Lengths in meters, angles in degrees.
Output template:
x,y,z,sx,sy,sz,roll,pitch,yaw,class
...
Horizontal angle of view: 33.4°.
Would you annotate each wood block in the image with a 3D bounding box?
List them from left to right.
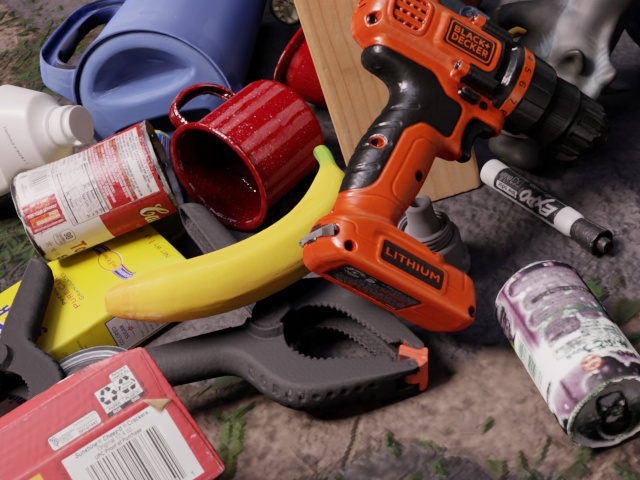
x,y,z,sx,sy,sz,roll,pitch,yaw,class
0.042,-0.128,0.738,0.090,0.206,0.091,-16,39,5,wood block

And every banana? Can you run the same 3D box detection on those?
x,y,z,sx,sy,sz,roll,pitch,yaw,class
-0.038,0.005,0.657,0.070,0.037,0.197,24,45,36,banana

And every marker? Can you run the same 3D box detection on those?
x,y,z,sx,sy,sz,roll,pitch,yaw,class
0.151,-0.022,0.714,0.020,0.020,0.121,-31,40,-14,marker

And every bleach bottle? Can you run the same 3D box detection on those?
x,y,z,sx,sy,sz,roll,pitch,yaw,class
-0.283,-0.068,0.863,0.251,0.102,0.068,-6,42,30,bleach bottle

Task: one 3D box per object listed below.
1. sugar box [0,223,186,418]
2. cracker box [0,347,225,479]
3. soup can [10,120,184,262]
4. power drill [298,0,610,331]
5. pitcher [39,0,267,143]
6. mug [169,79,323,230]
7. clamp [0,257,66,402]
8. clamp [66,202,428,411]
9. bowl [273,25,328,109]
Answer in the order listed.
x,y,z,sx,sy,sz,roll,pitch,yaw,class
-0.178,0.056,0.743,0.176,0.048,0.093,-33,40,-18,sugar box
-0.136,0.133,0.504,0.164,0.214,0.072,-32,82,-15,cracker box
-0.155,-0.034,0.747,0.102,0.068,0.068,-22,38,0,soup can
0.080,-0.044,0.644,0.057,0.184,0.187,-31,36,65,power drill
-0.128,-0.180,0.936,0.145,0.149,0.242,-30,28,28,pitcher
-0.060,-0.075,0.804,0.117,0.093,0.081,40,55,10,mug
-0.198,0.075,0.667,0.120,0.039,0.172,-31,52,-21,clamp
-0.039,0.061,0.653,0.210,0.036,0.164,19,52,22,clamp
0.042,-0.153,0.845,0.162,0.162,0.055,-35,78,-19,bowl
